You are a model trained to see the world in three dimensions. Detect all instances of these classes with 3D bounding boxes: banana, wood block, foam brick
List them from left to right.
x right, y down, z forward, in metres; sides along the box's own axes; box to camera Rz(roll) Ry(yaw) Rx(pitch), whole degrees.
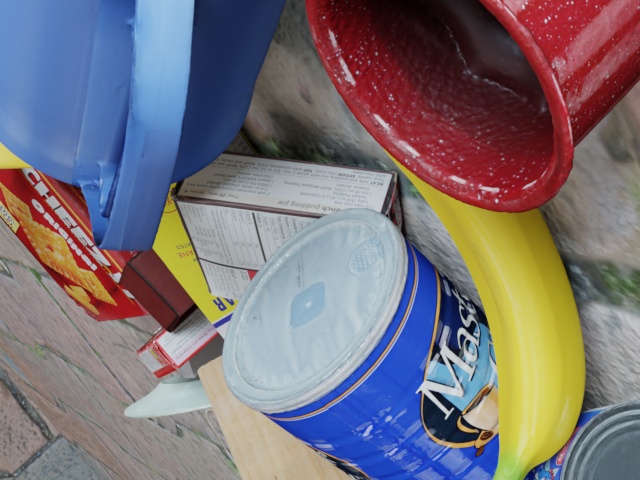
[{"bbox_3d":[-0.090,0.015,0.728,0.051,0.078,0.053,46,156,2],"label":"foam brick"},{"bbox_3d":[0.003,0.156,0.686,0.206,0.090,0.091,57,172,48],"label":"wood block"},{"bbox_3d":[0.070,0.012,0.439,0.037,0.069,0.198,-8,107,47],"label":"banana"}]

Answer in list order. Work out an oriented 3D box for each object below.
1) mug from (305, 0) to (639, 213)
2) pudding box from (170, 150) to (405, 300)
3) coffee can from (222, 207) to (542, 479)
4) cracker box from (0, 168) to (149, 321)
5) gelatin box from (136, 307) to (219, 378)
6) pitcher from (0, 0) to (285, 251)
[{"bbox_3d":[0.048,-0.075,0.312,0.117,0.081,0.093,36,156,25],"label":"mug"},{"bbox_3d":[-0.012,-0.002,0.556,0.114,0.039,0.090,7,143,15],"label":"pudding box"},{"bbox_3d":[0.038,0.066,0.501,0.140,0.102,0.103,41,164,-31],"label":"coffee can"},{"bbox_3d":[-0.185,-0.015,0.858,0.164,0.072,0.214,51,157,-12],"label":"cracker box"},{"bbox_3d":[-0.090,0.060,0.790,0.030,0.089,0.073,50,158,-4],"label":"gelatin box"},{"bbox_3d":[-0.063,-0.110,0.385,0.149,0.144,0.243,44,156,2],"label":"pitcher"}]
